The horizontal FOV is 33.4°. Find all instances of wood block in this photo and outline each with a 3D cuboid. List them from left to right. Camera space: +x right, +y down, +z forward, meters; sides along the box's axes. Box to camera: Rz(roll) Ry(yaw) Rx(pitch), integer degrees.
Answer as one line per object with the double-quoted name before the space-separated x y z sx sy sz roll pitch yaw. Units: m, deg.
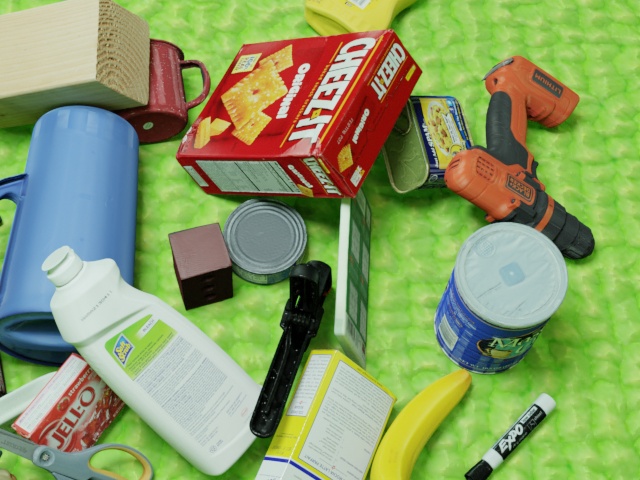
"wood block" -0.284 -0.176 1.084 0.206 0.090 0.091 -6 78 24

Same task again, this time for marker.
"marker" 0.181 0.194 1.026 0.121 0.020 0.020 -41 73 -19

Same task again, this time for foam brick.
"foam brick" -0.118 0.026 1.058 0.053 0.078 0.051 -15 65 -10

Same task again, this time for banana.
"banana" 0.088 0.189 0.988 0.070 0.037 0.197 -10 27 28

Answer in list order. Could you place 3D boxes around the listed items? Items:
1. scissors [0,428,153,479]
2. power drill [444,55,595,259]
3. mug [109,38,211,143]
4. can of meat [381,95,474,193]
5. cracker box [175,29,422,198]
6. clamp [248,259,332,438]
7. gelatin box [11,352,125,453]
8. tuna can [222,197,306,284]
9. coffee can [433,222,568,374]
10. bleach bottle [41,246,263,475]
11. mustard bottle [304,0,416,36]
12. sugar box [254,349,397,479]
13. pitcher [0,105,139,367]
"scissors" -0.242 0.212 0.943 0.201 0.016 0.096 15 79 -34
"power drill" 0.223 -0.088 1.118 0.184 0.057 0.187 30 55 -21
"mug" -0.173 -0.158 1.134 0.117 0.093 0.081 -11 71 0
"can of meat" 0.112 -0.103 1.118 0.083 0.058 0.102 -6 77 -39
"cracker box" -0.027 -0.128 1.076 0.214 0.072 0.164 4 56 44
"clamp" -0.016 0.065 0.990 0.036 0.165 0.209 18 25 4
"gelatin box" -0.231 0.161 0.990 0.030 0.073 0.089 18 61 38
"tuna can" -0.057 0.001 1.096 0.086 0.034 0.086 1 65 -2
"coffee can" 0.169 0.058 1.021 0.103 0.140 0.103 1 65 -2
"bleach bottle" -0.147 0.096 0.947 0.102 0.068 0.250 -50 120 -21
"mustard bottle" 0.071 -0.303 1.230 0.096 0.058 0.191 33 68 13
"sugar box" 0.000 0.198 0.979 0.093 0.048 0.176 40 65 -29
"pitcher" -0.249 -0.009 1.038 0.145 0.149 0.243 -6 61 12
